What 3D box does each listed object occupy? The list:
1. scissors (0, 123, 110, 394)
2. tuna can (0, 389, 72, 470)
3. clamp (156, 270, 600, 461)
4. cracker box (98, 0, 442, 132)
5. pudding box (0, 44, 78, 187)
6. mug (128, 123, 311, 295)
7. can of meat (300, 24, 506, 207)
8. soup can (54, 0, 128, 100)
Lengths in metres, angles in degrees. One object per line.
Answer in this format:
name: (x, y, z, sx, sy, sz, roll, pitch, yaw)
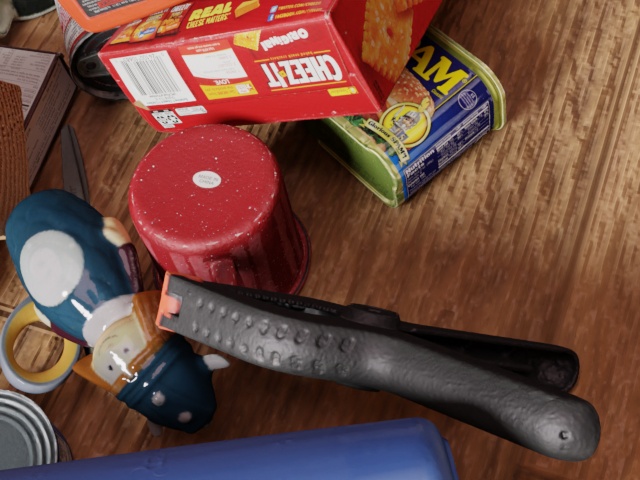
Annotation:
scissors: (-0.153, 0.011, 0.608, 0.096, 0.016, 0.202, -16, 56, -27)
tuna can: (-0.171, 0.122, 0.547, 0.086, 0.034, 0.086, -4, 59, 6)
clamp: (0.025, 0.051, 0.480, 0.210, 0.164, 0.036, 12, 93, 3)
cracker box: (-0.004, -0.158, 0.622, 0.164, 0.072, 0.213, -1, 46, 37)
pudding box: (-0.215, -0.070, 0.666, 0.090, 0.039, 0.113, 11, 64, 14)
mug: (-0.054, 0.001, 0.574, 0.093, 0.081, 0.117, -11, 58, 1)
can of meat: (0.043, -0.080, 0.624, 0.084, 0.057, 0.102, -40, 61, -12)
soup can: (-0.135, -0.150, 0.684, 0.068, 0.068, 0.102, -18, 58, -3)
